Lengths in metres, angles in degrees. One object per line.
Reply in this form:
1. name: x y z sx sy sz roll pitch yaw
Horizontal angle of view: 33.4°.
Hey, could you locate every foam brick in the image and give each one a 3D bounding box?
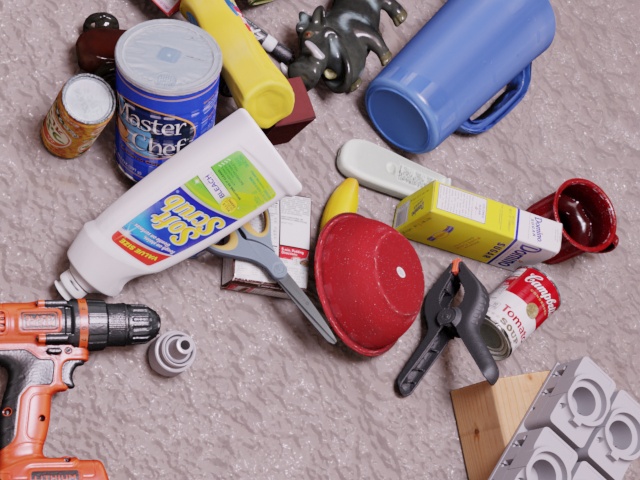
1. foam brick: -0.050 -0.140 1.178 0.052 0.078 0.051 -14 82 -29

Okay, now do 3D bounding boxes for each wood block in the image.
1. wood block: 0.222 0.255 1.172 0.090 0.091 0.206 -4 75 -27

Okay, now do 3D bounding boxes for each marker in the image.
1. marker: -0.080 -0.242 1.231 0.121 0.020 0.020 34 62 -13

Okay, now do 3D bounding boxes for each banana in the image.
1. banana: 0.026 0.023 1.188 0.069 0.037 0.198 8 70 -50

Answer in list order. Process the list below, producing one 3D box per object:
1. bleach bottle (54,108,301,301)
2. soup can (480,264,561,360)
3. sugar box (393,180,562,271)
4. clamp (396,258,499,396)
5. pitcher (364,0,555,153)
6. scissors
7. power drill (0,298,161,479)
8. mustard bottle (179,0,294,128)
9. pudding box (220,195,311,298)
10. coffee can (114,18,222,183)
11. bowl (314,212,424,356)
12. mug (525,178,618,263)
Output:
1. bleach bottle: -0.147 -0.018 1.049 0.251 0.068 0.102 -37 120 1
2. soup can: 0.224 0.084 1.243 0.102 0.069 0.068 -38 92 -30
3. sugar box: 0.182 -0.013 1.240 0.176 0.093 0.048 19 67 -19
4. clamp: 0.140 0.100 1.196 0.039 0.120 0.171 55 29 -40
5. pitcher: 0.169 -0.206 1.288 0.149 0.145 0.242 42 63 7
6. scissors: -0.065 0.031 1.104 0.096 0.016 0.202 -21 81 -25
7. power drill: -0.238 0.146 1.001 0.184 0.057 0.187 0 70 -18
8. mustard bottle: -0.097 -0.211 1.104 0.058 0.096 0.192 -33 71 4
9. pudding box: -0.057 0.001 1.151 0.090 0.039 0.113 10 68 -21
10. coffee can: -0.155 -0.135 1.071 0.102 0.140 0.103 5 51 -7
11. bowl: 0.065 0.041 1.152 0.161 0.055 0.162 23 59 -46
12. mug: 0.310 -0.015 1.310 0.117 0.082 0.093 24 64 -17
